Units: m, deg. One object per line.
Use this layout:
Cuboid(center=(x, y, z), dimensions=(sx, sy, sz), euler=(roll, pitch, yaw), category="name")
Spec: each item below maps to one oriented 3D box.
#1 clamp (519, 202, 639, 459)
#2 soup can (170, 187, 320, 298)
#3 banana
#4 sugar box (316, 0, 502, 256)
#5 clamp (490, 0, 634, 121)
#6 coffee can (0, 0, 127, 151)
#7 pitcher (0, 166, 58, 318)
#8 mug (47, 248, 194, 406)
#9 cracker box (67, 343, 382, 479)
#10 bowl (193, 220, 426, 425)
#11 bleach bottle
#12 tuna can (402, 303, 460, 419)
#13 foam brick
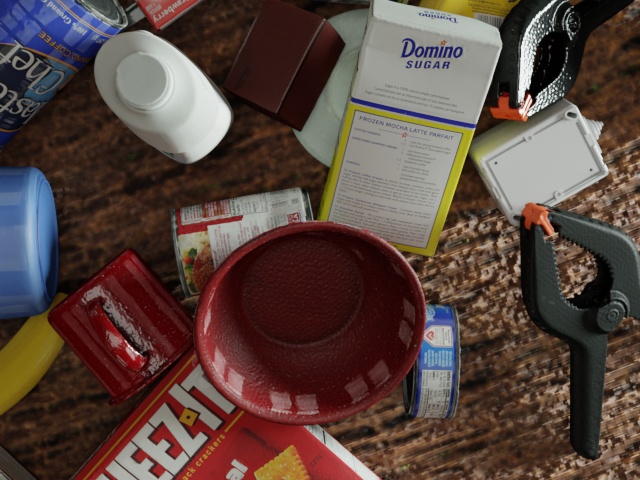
Cuboid(center=(0.221, 0.048, 0.803), dimensions=(0.164, 0.036, 0.210), euler=(-34, 112, -3), category="clamp")
Cuboid(center=(-0.055, 0.001, 0.795), dimensions=(0.102, 0.068, 0.068), euler=(-10, 94, -2), category="soup can")
Cuboid(center=(-0.267, 0.109, 0.808), dimensions=(0.198, 0.037, 0.069), euler=(-24, 93, -1), category="banana")
Cuboid(center=(0.060, -0.079, 0.769), dimensions=(0.093, 0.048, 0.176), euler=(13, 120, -4), category="sugar box")
Cuboid(center=(0.166, -0.167, 0.769), dimensions=(0.120, 0.039, 0.171), euler=(45, 67, -28), category="clamp")
Cuboid(center=(-0.221, -0.140, 0.750), dimensions=(0.140, 0.102, 0.103), euler=(-41, 94, 12), category="coffee can")
Cuboid(center=(-0.315, 0.017, 0.758), dimensions=(0.242, 0.145, 0.149), euler=(-3, 129, -5), category="pitcher")
Cuboid(center=(-0.143, 0.062, 0.768), dimensions=(0.093, 0.117, 0.081), euler=(-39, 98, 3), category="mug")
Cuboid(center=(-0.062, 0.198, 0.804), dimensions=(0.213, 0.072, 0.164), euler=(42, 90, -3), category="cracker box")
Cuboid(center=(-0.010, 0.049, 0.753), dimensions=(0.162, 0.055, 0.162), euler=(-3, 115, -6), category="bowl")
Cuboid(center=(-0.108, -0.099, 0.696), dimensions=(0.102, 0.251, 0.068), euler=(43, 90, -4), category="bleach bottle")
Cuboid(center=(0.082, 0.090, 0.797), dimensions=(0.033, 0.086, 0.086), euler=(2, 93, -1), category="tuna can")
Cuboid(center=(-0.026, -0.130, 0.790), dimensions=(0.053, 0.051, 0.078), euler=(28, 92, 22), category="foam brick")
